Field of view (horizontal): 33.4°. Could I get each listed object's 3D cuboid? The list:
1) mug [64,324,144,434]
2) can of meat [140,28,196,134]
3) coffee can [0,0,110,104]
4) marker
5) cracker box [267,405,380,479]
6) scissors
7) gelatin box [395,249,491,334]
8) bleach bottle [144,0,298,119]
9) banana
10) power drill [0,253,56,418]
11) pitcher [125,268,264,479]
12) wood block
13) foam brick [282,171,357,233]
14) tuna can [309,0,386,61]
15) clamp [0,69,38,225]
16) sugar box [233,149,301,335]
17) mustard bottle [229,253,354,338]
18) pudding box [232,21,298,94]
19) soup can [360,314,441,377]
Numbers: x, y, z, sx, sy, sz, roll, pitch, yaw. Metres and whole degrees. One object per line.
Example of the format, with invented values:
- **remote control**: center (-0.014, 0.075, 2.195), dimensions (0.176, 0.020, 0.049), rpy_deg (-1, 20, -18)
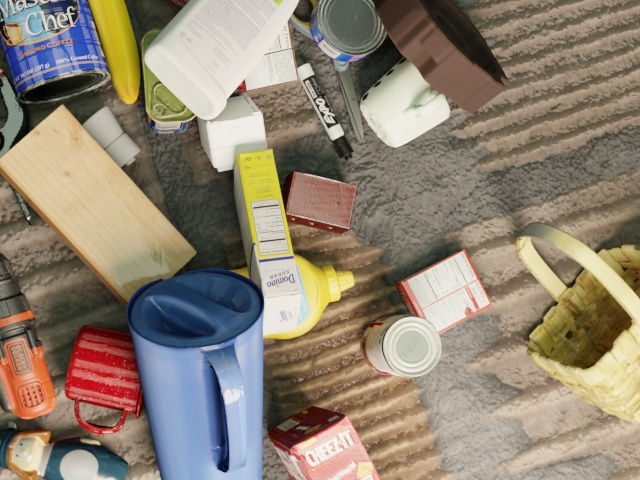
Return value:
- **mug**: center (-0.224, 0.147, 1.129), dimensions (0.081, 0.093, 0.117), rpy_deg (13, 67, -4)
- **can of meat**: center (-0.167, -0.172, 1.172), dimensions (0.057, 0.084, 0.102), rpy_deg (-5, 86, -11)
- **coffee can**: center (-0.294, -0.229, 1.144), dimensions (0.102, 0.103, 0.140), rpy_deg (-17, 89, -11)
- **marker**: center (0.006, -0.147, 1.234), dimensions (0.020, 0.020, 0.121), rpy_deg (-27, 91, -11)
- **cracker box**: center (0.029, 0.288, 1.128), dimensions (0.072, 0.164, 0.214), rpy_deg (-27, 91, -14)
- **scissors**: center (0.004, -0.216, 1.240), dimensions (0.096, 0.016, 0.202), rpy_deg (1, 84, -13)
- **gelatin box**: center (0.143, 0.062, 1.236), dimensions (0.089, 0.030, 0.073), rpy_deg (-27, 89, -12)
- **bleach bottle**: center (-0.071, -0.249, 1.136), dimensions (0.102, 0.068, 0.250), rpy_deg (44, 68, -11)
- **banana**: center (-0.235, -0.246, 1.176), dimensions (0.037, 0.069, 0.198), rpy_deg (-16, 97, 14)
- **power drill**: center (-0.389, 0.120, 1.120), dimensions (0.187, 0.057, 0.184), rpy_deg (-18, 89, -11)
- **pitcher**: center (-0.114, 0.164, 1.075), dimensions (0.145, 0.149, 0.243), rpy_deg (9, 123, 17)
- **wood block**: center (-0.239, -0.032, 1.126), dimensions (0.090, 0.091, 0.206), rpy_deg (-44, 103, -13)
- **foam brick**: center (-0.003, -0.043, 1.206), dimensions (0.078, 0.053, 0.051), rpy_deg (13, 83, -9)
- **tuna can**: center (0.032, -0.249, 1.223), dimensions (0.086, 0.034, 0.086), rpy_deg (2, 84, -18)
- **clamp**: center (-0.350, -0.098, 1.157), dimensions (0.120, 0.039, 0.171), rpy_deg (17, 85, -20)
- **sugar box**: center (-0.057, 0.001, 1.130), dimensions (0.048, 0.093, 0.176), rpy_deg (-9, 63, -11)
- **mustard bottle**: center (-0.055, 0.064, 1.185), dimensions (0.191, 0.058, 0.096), rpy_deg (-14, 81, -11)
- **pudding box**: center (-0.087, -0.214, 1.199), dimensions (0.113, 0.039, 0.090), rpy_deg (-14, 111, -13)
- **soup can**: center (0.089, 0.117, 1.184), dimensions (0.068, 0.102, 0.068), rpy_deg (1, 85, -11)
